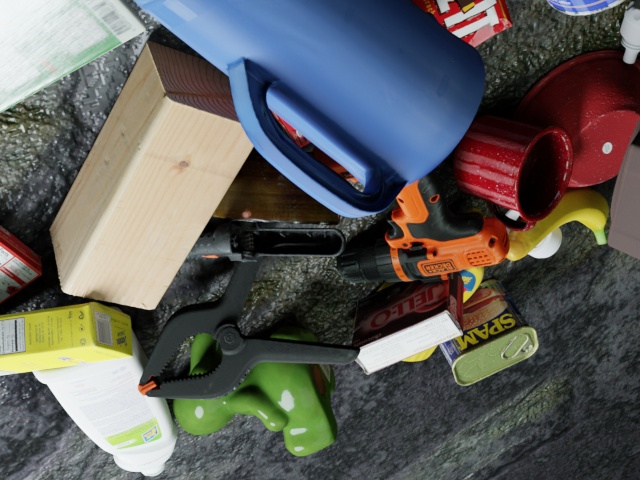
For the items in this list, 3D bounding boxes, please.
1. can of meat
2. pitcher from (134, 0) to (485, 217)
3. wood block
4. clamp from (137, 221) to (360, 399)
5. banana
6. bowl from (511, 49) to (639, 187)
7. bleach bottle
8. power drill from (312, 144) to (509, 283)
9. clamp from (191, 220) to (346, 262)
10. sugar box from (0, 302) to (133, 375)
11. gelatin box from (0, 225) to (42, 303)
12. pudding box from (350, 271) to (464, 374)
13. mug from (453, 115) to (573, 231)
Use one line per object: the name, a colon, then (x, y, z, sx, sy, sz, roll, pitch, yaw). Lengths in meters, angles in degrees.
can of meat: (0.180, 0.101, 1.201, 0.102, 0.084, 0.057, -25, 137, -1)
pitcher: (-0.011, -0.137, 0.744, 0.242, 0.149, 0.145, 32, 109, -32)
wood block: (-0.143, -0.050, 0.903, 0.090, 0.090, 0.206, 15, 124, -34)
clamp: (-0.087, 0.081, 1.029, 0.210, 0.164, 0.036, -24, 180, -1)
banana: (0.254, -0.023, 1.115, 0.197, 0.069, 0.037, -7, 179, -45)
bowl: (0.271, -0.108, 1.067, 0.162, 0.055, 0.162, -13, 136, -14)
bleach bottle: (-0.213, 0.174, 1.105, 0.102, 0.068, 0.251, -18, 139, -5)
power drill: (0.066, -0.030, 1.016, 0.185, 0.057, 0.187, -12, 137, 28)
clamp: (-0.056, 0.001, 0.950, 0.120, 0.172, 0.039, 8, 88, -21)
sugar box: (-0.267, 0.093, 0.952, 0.176, 0.048, 0.093, -11, 166, 9)
gelatin box: (-0.304, 0.026, 0.944, 0.089, 0.030, 0.073, -34, 135, 8)
pudding box: (0.088, 0.076, 1.068, 0.114, 0.090, 0.039, -28, 113, 23)
mug: (0.183, -0.063, 1.026, 0.093, 0.082, 0.117, -33, 129, -33)
